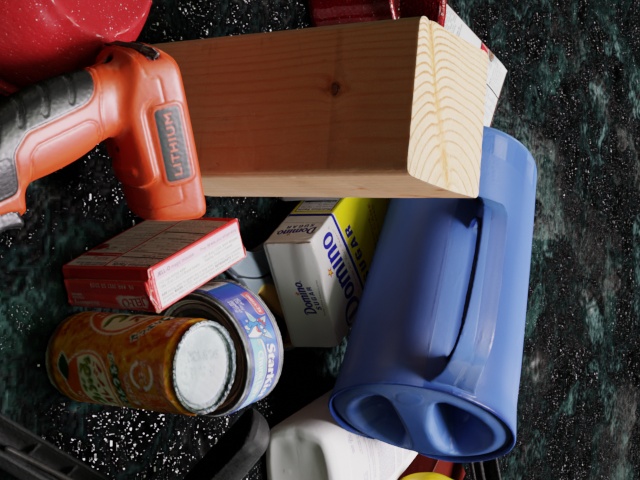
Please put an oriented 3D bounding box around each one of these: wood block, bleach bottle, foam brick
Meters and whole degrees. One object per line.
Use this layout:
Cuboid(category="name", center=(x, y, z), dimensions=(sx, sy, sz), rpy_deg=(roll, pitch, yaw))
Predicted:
Cuboid(category="wood block", center=(-0.011, -0.076, 0.665), dimensions=(0.090, 0.206, 0.091), rpy_deg=(11, 82, -55))
Cuboid(category="bleach bottle", center=(0.050, 0.158, 0.897), dimensions=(0.250, 0.068, 0.102), rpy_deg=(-21, 108, -56))
Cuboid(category="foam brick", center=(0.088, 0.219, 0.963), dimensions=(0.078, 0.051, 0.053), rpy_deg=(-54, 132, -41))

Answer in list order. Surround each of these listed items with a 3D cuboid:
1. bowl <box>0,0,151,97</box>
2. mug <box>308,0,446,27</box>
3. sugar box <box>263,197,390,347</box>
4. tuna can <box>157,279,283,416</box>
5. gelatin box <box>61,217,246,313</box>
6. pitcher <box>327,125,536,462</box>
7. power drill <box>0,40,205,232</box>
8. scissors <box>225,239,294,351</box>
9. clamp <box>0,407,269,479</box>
Cuboid(category="bowl", center=(-0.144, -0.158, 0.601), dimensions=(0.161, 0.055, 0.162), rpy_deg=(-2, 93, -56))
Cuboid(category="mug", center=(0.040, -0.182, 0.848), dimensions=(0.093, 0.082, 0.117), rpy_deg=(56, 47, -41))
Cuboid(category="sugar box", center=(0.019, -0.002, 0.837), dimensions=(0.176, 0.048, 0.093), rpy_deg=(-56, 137, -53))
Cuboid(category="tuna can", center=(-0.068, 0.070, 0.694), dimensions=(0.033, 0.086, 0.086), rpy_deg=(-19, 107, -53))
Cuboid(category="gelatin box", center=(-0.101, 0.014, 0.654), dimensions=(0.089, 0.073, 0.030), rpy_deg=(-36, 120, -50))
Cuboid(category="pitcher", center=(0.098, 0.030, 0.796), dimensions=(0.144, 0.149, 0.242), rpy_deg=(44, 49, -41))
Cuboid(category="power drill", center=(-0.151, -0.016, 0.557), dimensions=(0.187, 0.057, 0.184), rpy_deg=(-26, 121, -36))
Cuboid(category="scissors", center=(-0.055, 0.001, 0.773), dimensions=(0.201, 0.016, 0.096), rpy_deg=(60, 43, -39))
Cuboid(category="clamp", center=(-0.110, 0.166, 0.631), dimensions=(0.036, 0.164, 0.210), rpy_deg=(-81, 174, -47))
